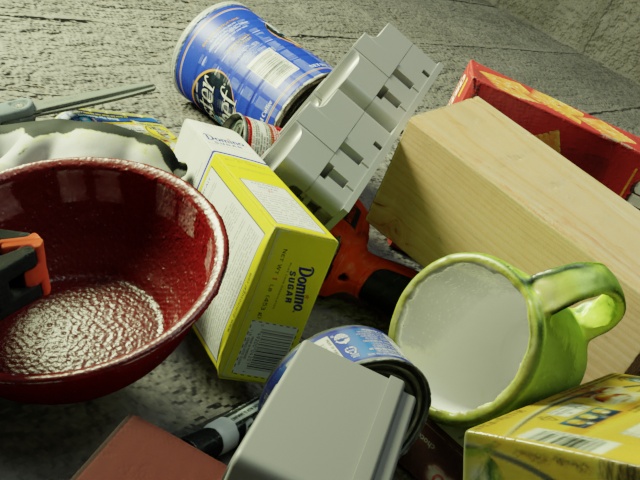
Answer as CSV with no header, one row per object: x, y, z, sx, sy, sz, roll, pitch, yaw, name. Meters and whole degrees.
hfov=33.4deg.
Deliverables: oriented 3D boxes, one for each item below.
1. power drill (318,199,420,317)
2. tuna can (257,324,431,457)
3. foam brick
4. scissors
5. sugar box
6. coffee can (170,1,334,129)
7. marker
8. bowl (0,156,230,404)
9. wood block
0.083,0.032,0.786,0.187,0.057,0.184,26,22,1,power drill
0.012,0.086,0.545,0.086,0.086,0.034,10,25,-35,tuna can
-0.078,0.115,0.423,0.051,0.053,0.078,28,21,4,foam brick
-0.216,-0.088,0.702,0.096,0.016,0.201,28,39,33,scissors
-0.054,0.001,0.634,0.048,0.093,0.176,14,19,-26,sugar box
-0.052,-0.138,0.962,0.140,0.103,0.102,39,25,30,coffee can
-0.039,0.095,0.557,0.020,0.020,0.120,34,23,19,marker
-0.124,0.027,0.522,0.162,0.055,0.162,0,40,0,bowl
0.144,0.002,0.714,0.206,0.091,0.090,40,39,24,wood block
